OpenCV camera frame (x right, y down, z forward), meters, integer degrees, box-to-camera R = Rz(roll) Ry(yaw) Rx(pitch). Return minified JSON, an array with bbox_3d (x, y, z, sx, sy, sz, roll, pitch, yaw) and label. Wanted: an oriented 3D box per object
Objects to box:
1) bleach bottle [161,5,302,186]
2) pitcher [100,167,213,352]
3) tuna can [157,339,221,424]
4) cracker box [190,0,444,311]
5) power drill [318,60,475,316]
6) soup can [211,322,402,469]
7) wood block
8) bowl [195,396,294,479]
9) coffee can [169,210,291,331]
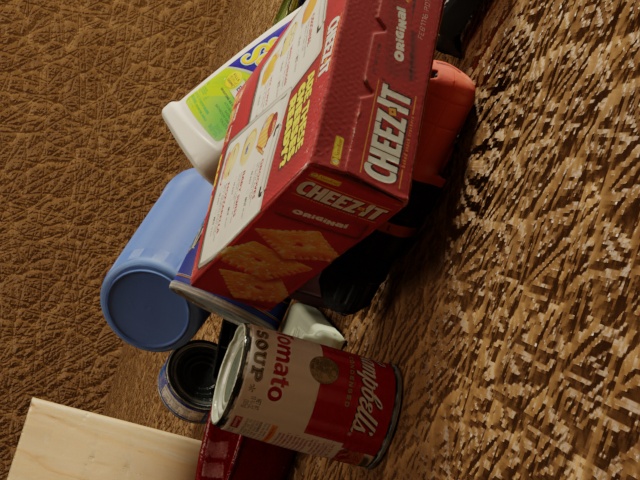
[{"bbox_3d":[-0.009,-0.150,0.872,0.251,0.068,0.103,-41,52,8],"label":"bleach bottle"},{"bbox_3d":[-0.152,0.029,1.177,0.145,0.149,0.242,-26,17,22],"label":"pitcher"},{"bbox_3d":[-0.128,0.149,1.134,0.034,0.086,0.086,124,159,-49],"label":"tuna can"},{"bbox_3d":[-0.006,-0.064,0.688,0.214,0.072,0.164,-39,36,59],"label":"cracker box"},{"bbox_3d":[0.040,-0.059,0.764,0.187,0.057,0.185,-107,40,-63],"label":"power drill"},{"bbox_3d":[-0.009,0.096,0.662,0.068,0.102,0.068,-163,90,-78],"label":"soup can"},{"bbox_3d":[-0.177,0.224,0.972,0.091,0.206,0.090,123,160,-53],"label":"wood block"},{"bbox_3d":[-0.056,0.160,0.881,0.162,0.055,0.162,-163,90,-77],"label":"bowl"},{"bbox_3d":[-0.056,0.001,0.936,0.140,0.102,0.103,-65,11,-10],"label":"coffee can"}]
